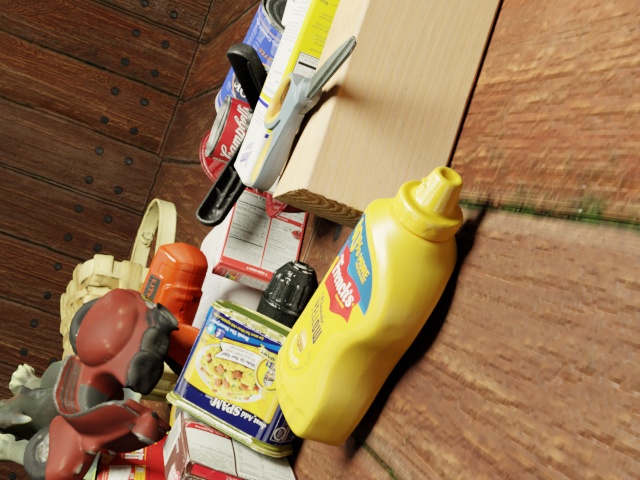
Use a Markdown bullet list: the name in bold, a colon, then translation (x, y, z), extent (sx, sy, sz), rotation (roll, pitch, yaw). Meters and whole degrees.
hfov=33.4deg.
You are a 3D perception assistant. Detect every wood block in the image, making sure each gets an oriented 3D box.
- **wood block**: translation (0.049, -0.113, 0.729), extent (0.090, 0.090, 0.206), rotation (173, 116, -75)

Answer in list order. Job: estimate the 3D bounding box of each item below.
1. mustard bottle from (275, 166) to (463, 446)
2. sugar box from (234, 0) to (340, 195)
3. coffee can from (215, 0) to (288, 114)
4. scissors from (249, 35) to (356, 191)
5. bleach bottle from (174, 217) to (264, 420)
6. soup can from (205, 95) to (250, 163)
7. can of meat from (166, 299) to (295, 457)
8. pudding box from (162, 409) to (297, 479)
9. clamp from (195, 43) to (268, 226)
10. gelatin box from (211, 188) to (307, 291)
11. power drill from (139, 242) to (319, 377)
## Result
- **mustard bottle**: translation (0.034, 0.032, 0.651), extent (0.096, 0.058, 0.192), rotation (-92, 26, -51)
- **sugar box**: translation (-0.018, -0.128, 0.871), extent (0.093, 0.048, 0.176), rotation (-123, 51, -73)
- **coffee can**: translation (-0.042, -0.184, 1.153), extent (0.102, 0.102, 0.140), rotation (-86, 21, -48)
- **scissors**: translation (-0.016, -0.077, 0.701), extent (0.202, 0.016, 0.096), rotation (-161, 89, -77)
- **bleach bottle**: translation (-0.098, 0.095, 1.041), extent (0.103, 0.068, 0.250), rotation (-43, 29, 48)
- **soup can**: translation (-0.061, -0.101, 1.109), extent (0.068, 0.102, 0.068), rotation (-160, 90, -77)
- **can of meat**: translation (-0.053, 0.101, 0.803), extent (0.084, 0.102, 0.057), rotation (-67, -21, 3)
- **pudding box**: translation (-0.065, 0.168, 0.777), extent (0.113, 0.090, 0.039), rotation (-130, 63, -75)
- **clamp**: translation (-0.054, -0.100, 1.001), extent (0.209, 0.036, 0.165), rotation (-21, -51, -69)
- **gelatin box**: translation (-0.057, 0.001, 1.010), extent (0.030, 0.073, 0.089), rotation (130, 156, -55)
- **power drill**: translation (-0.087, 0.073, 0.911), extent (0.188, 0.057, 0.184), rotation (37, 107, 47)
